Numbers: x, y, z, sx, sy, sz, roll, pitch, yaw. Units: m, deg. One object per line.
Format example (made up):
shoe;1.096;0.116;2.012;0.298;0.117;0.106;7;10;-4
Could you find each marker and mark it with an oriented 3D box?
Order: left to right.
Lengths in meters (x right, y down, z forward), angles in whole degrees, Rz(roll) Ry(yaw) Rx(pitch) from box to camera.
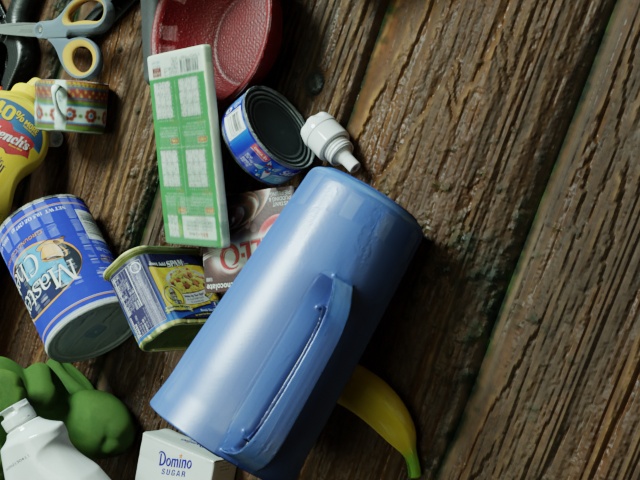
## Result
marker;-0.337;-0.116;1.208;0.121;0.020;0.020;5;90;37

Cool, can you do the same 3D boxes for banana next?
banana;0.010;0.133;0.920;0.198;0.037;0.070;24;99;35

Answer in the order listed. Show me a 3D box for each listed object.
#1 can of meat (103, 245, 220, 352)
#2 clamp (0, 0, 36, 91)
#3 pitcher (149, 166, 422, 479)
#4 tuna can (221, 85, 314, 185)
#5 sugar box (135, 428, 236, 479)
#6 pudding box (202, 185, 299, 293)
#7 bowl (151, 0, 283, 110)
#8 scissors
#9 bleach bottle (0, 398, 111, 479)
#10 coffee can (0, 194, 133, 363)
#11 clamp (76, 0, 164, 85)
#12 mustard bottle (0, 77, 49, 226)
can of meat;-0.141;0.055;1.000;0.058;0.101;0.084;-40;67;27
clamp;-0.350;-0.243;1.215;0.120;0.039;0.171;-16;81;40
pitcher;-0.018;0.067;0.852;0.149;0.144;0.243;28;85;32
tuna can;-0.047;-0.092;0.947;0.034;0.085;0.086;-34;68;32
sugar box;-0.139;0.278;1.017;0.093;0.048;0.176;15;93;33
pudding box;-0.056;0.001;0.977;0.114;0.039;0.090;-7;84;37
bowl;-0.087;-0.194;0.999;0.162;0.055;0.162;-5;83;40
scissors;-0.289;-0.206;1.137;0.202;0.016;0.096;-9;83;38
bleach bottle;-0.209;0.253;0.960;0.103;0.068;0.251;-33;86;22
coffee can;-0.255;0.038;1.084;0.103;0.102;0.140;-45;62;26
clamp;-0.183;-0.270;1.091;0.165;0.036;0.210;22;97;42
mustard bottle;-0.341;-0.100;1.124;0.058;0.096;0.191;-28;32;49
